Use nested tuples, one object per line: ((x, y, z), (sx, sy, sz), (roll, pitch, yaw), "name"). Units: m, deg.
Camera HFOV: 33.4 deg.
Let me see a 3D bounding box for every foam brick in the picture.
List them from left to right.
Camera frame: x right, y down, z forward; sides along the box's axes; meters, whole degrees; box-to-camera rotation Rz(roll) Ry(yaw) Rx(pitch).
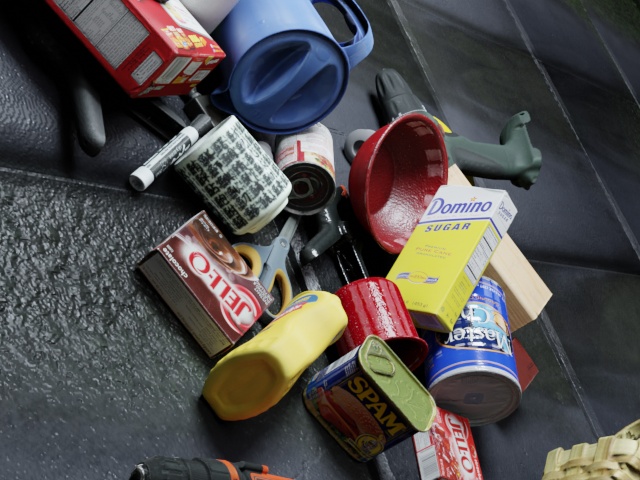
((0.217, 0.160, 1.278), (0.053, 0.051, 0.078), (57, 32, 4), "foam brick")

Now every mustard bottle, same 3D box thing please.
((-0.026, 0.092, 0.979), (0.058, 0.096, 0.191), (53, 31, 0), "mustard bottle")

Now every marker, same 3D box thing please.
((-0.144, -0.089, 1.044), (0.020, 0.020, 0.121), (48, 49, -9), "marker")

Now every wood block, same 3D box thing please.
((0.183, 0.020, 1.333), (0.206, 0.091, 0.090), (54, 31, 0), "wood block")

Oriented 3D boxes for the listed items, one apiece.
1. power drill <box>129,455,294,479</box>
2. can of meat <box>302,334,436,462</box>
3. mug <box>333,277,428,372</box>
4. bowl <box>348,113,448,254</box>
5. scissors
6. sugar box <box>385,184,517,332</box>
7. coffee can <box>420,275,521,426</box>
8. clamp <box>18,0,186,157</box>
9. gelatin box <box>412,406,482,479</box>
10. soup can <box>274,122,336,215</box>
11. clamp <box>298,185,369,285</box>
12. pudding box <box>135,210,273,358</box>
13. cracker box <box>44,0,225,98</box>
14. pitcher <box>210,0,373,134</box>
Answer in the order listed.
((-0.060, 0.256, 0.811), (0.184, 0.057, 0.187), (22, 43, -41), "power drill")
((0.046, 0.154, 1.025), (0.102, 0.084, 0.057), (49, 32, -7), "can of meat")
((0.060, 0.096, 1.103), (0.117, 0.093, 0.081), (33, 30, -49), "mug")
((0.081, -0.068, 1.224), (0.161, 0.055, 0.162), (-17, 113, -47), "bowl")
((-0.057, 0.001, 1.106), (0.096, 0.016, 0.201), (36, 35, -26), "scissors")
((0.140, 0.017, 1.198), (0.048, 0.094, 0.176), (50, 60, -40), "sugar box")
((0.165, 0.122, 1.197), (0.102, 0.103, 0.140), (33, 36, -29), "coffee can")
((-0.228, -0.165, 1.019), (0.210, 0.036, 0.164), (51, 23, 0), "clamp")
((0.133, 0.222, 1.126), (0.073, 0.030, 0.089), (26, 41, -37), "gelatin box")
((-0.018, -0.083, 1.180), (0.068, 0.069, 0.102), (37, 26, -24), "soup can")
((0.026, 0.008, 1.189), (0.120, 0.039, 0.171), (52, 27, -26), "clamp")
((-0.104, 0.040, 0.983), (0.113, 0.039, 0.090), (50, 32, -5), "pudding box")
((-0.205, -0.236, 1.035), (0.213, 0.072, 0.164), (48, 14, 0), "cracker box")
((-0.054, -0.244, 1.204), (0.149, 0.145, 0.243), (13, 36, -31), "pitcher")
